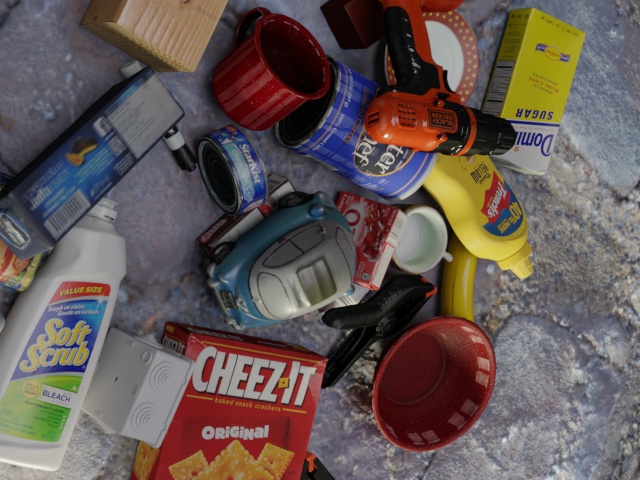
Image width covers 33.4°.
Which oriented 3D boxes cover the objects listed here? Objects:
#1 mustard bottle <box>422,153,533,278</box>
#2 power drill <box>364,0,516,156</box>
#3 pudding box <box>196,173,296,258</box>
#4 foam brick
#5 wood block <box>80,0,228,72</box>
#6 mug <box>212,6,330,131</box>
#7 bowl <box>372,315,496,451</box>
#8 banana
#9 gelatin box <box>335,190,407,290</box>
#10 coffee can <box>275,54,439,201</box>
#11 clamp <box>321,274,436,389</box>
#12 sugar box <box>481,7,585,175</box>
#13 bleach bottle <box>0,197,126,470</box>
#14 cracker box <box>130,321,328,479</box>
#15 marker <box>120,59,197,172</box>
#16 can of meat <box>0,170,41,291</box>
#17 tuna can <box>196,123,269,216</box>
[{"bbox_3d":[0.177,-0.039,1.183,0.191,0.058,0.096,55,45,-9],"label":"mustard bottle"},{"bbox_3d":[0.120,-0.177,1.068,0.184,0.057,0.187,4,76,-37],"label":"power drill"},{"bbox_3d":[-0.057,0.001,1.093,0.113,0.039,0.090,-41,117,-17],"label":"pudding box"},{"bbox_3d":[0.050,-0.241,1.112,0.078,0.051,0.053,-39,116,-20],"label":"foam brick"},{"bbox_3d":[-0.125,-0.268,0.981,0.090,0.090,0.206,28,82,-32],"label":"wood block"},{"bbox_3d":[-0.055,-0.169,1.034,0.093,0.082,0.117,-4,69,-46],"label":"mug"},{"bbox_3d":[0.117,0.153,1.202,0.161,0.055,0.162,-8,109,-25],"label":"bowl"},{"bbox_3d":[0.167,0.052,1.238,0.069,0.037,0.198,-16,108,-51],"label":"banana"},{"bbox_3d":[0.041,0.000,1.128,0.030,0.073,0.089,32,79,-60],"label":"gelatin box"},{"bbox_3d":[0.039,-0.113,1.095,0.140,0.103,0.103,25,84,-31],"label":"coffee can"},{"bbox_3d":[0.058,0.080,1.150,0.171,0.039,0.120,-39,156,-24],"label":"clamp"},{"bbox_3d":[0.242,-0.171,1.240,0.093,0.048,0.176,15,89,-32],"label":"sugar box"},{"bbox_3d":[-0.247,0.077,0.979,0.102,0.068,0.251,21,84,-32],"label":"bleach bottle"},{"bbox_3d":[-0.096,0.203,1.080,0.164,0.072,0.214,14,90,-31],"label":"cracker box"},{"bbox_3d":[-0.154,-0.118,1.028,0.020,0.020,0.121,-39,115,-20],"label":"marker"},{"bbox_3d":[-0.289,-0.013,0.942,0.083,0.058,0.102,22,86,-34],"label":"can of meat"},{"bbox_3d":[-0.086,-0.068,1.037,0.033,0.086,0.086,-25,109,-24],"label":"tuna can"}]
